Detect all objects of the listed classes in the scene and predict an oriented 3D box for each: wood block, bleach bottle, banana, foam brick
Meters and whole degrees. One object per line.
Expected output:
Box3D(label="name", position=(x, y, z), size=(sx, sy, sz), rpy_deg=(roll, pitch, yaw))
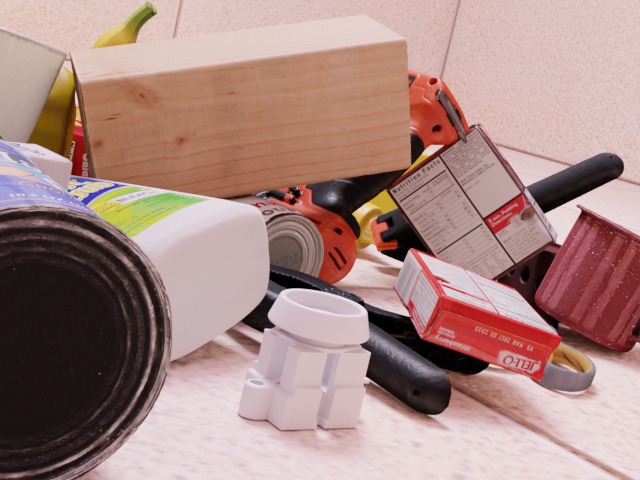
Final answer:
Box3D(label="wood block", position=(-0.052, -0.086, 0.705), size=(0.206, 0.090, 0.091), rpy_deg=(-10, 25, -13))
Box3D(label="bleach bottle", position=(-0.155, -0.003, 0.610), size=(0.251, 0.068, 0.102), rpy_deg=(13, 26, 33))
Box3D(label="banana", position=(-0.131, -0.070, 0.767), size=(0.069, 0.198, 0.037), rpy_deg=(-8, 35, 2))
Box3D(label="foam brick", position=(0.189, 0.032, 0.881), size=(0.051, 0.053, 0.078), rpy_deg=(8, 10, -24))

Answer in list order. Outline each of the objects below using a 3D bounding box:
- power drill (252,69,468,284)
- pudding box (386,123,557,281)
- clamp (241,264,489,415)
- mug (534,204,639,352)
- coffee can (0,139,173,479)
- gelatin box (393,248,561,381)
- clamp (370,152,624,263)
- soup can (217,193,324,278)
Box3D(label="power drill", position=(0.009, -0.056, 0.829), size=(0.185, 0.187, 0.057), rpy_deg=(27, -21, 52))
Box3D(label="pudding box", position=(0.120, -0.022, 0.847), size=(0.113, 0.090, 0.039), rpy_deg=(55, 16, 1))
Box3D(label="clamp", position=(0.011, 0.050, 0.600), size=(0.171, 0.039, 0.120), rpy_deg=(17, 5, 9))
Box3D(label="mug", position=(0.220, 0.035, 0.786), size=(0.117, 0.081, 0.093), rpy_deg=(34, 11, 38))
Box3D(label="coffee can", position=(-0.129, 0.019, 0.407), size=(0.102, 0.103, 0.140), rpy_deg=(6, 12, -32))
Box3D(label="gelatin box", position=(0.086, 0.041, 0.606), size=(0.073, 0.030, 0.089), rpy_deg=(21, 13, -12))
Box3D(label="clamp", position=(0.147, -0.003, 0.929), size=(0.210, 0.164, 0.036), rpy_deg=(-8, 49, -7))
Box3D(label="soup can", position=(-0.055, 0.001, 0.707), size=(0.068, 0.068, 0.102), rpy_deg=(4, 14, -42))
